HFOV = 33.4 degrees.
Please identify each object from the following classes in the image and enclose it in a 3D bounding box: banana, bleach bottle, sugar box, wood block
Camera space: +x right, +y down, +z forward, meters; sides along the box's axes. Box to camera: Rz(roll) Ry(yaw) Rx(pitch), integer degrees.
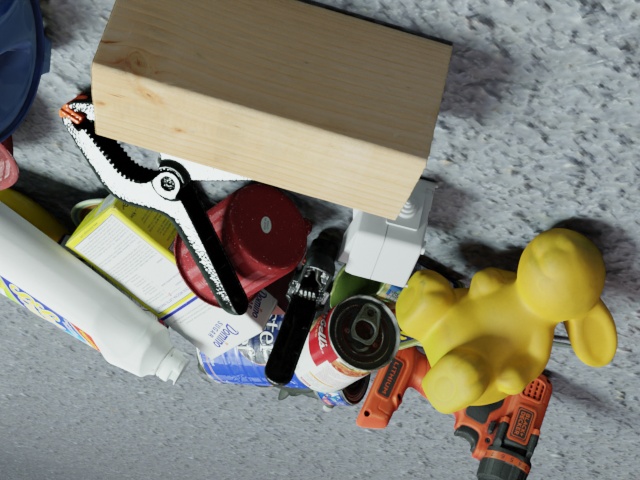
[{"bbox_3d":[-0.278,-0.005,1.085,0.070,0.037,0.197,34,167,37],"label":"banana"},{"bbox_3d":[-0.230,0.050,0.981,0.251,0.068,0.103,33,157,2],"label":"bleach bottle"},{"bbox_3d":[-0.133,0.029,0.964,0.176,0.048,0.094,39,139,-18],"label":"sugar box"},{"bbox_3d":[-0.032,-0.095,0.681,0.206,0.090,0.090,16,156,-3],"label":"wood block"}]

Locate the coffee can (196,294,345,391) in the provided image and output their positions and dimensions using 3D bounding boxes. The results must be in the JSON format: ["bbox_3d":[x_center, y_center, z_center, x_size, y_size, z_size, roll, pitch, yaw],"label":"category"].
[{"bbox_3d":[-0.041,0.099,1.089,0.141,0.102,0.102,-1,152,31],"label":"coffee can"}]

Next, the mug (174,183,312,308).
[{"bbox_3d":[-0.056,0.001,0.917,0.117,0.093,0.082,-9,165,-41],"label":"mug"}]

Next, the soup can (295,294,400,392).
[{"bbox_3d":[0.020,0.095,0.958,0.068,0.068,0.102,21,155,-14],"label":"soup can"}]

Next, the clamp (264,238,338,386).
[{"bbox_3d":[-0.014,0.054,0.928,0.039,0.120,0.171,27,-169,0],"label":"clamp"}]

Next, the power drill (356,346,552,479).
[{"bbox_3d":[0.137,0.197,1.128,0.187,0.184,0.057,23,156,4],"label":"power drill"}]

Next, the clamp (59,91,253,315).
[{"bbox_3d":[-0.110,-0.041,0.826,0.210,0.036,0.165,27,121,4],"label":"clamp"}]

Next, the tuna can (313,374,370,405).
[{"bbox_3d":[0.023,0.136,1.154,0.034,0.086,0.086,-1,151,28],"label":"tuna can"}]

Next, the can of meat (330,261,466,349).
[{"bbox_3d":[0.069,0.053,0.986,0.083,0.057,0.102,29,151,-24],"label":"can of meat"}]
